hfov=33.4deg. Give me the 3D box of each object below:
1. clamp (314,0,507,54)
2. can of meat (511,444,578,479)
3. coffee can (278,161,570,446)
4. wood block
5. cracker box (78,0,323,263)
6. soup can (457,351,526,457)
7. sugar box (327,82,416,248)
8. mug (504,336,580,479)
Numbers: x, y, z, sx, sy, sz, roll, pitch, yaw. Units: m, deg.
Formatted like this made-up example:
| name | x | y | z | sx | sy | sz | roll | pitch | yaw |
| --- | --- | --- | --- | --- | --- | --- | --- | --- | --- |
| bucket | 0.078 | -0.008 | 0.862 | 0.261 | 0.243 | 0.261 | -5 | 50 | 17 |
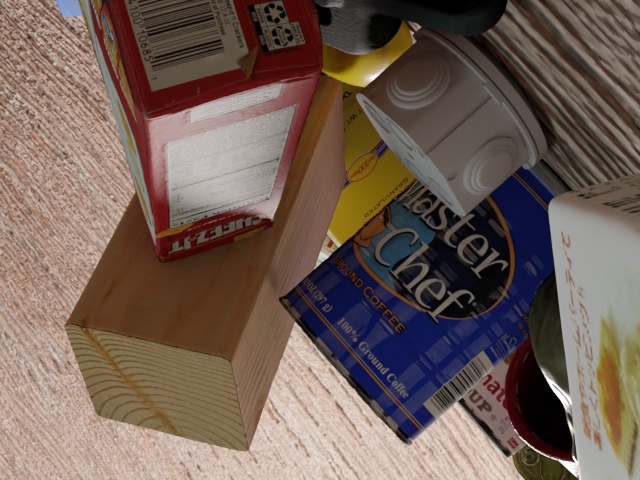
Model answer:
| name | x | y | z | sx | sy | sz | roll | pitch | yaw |
| --- | --- | --- | --- | --- | --- | --- | --- | --- | --- |
| clamp | 0.003 | -0.125 | 0.431 | 0.120 | 0.039 | 0.172 | 56 | 166 | -12 |
| can of meat | 0.195 | 0.150 | 0.818 | 0.057 | 0.102 | 0.084 | 48 | -179 | 11 |
| coffee can | 0.064 | 0.022 | 0.555 | 0.103 | 0.140 | 0.103 | 48 | 179 | 1 |
| wood block | -0.055 | 0.001 | 0.605 | 0.090 | 0.206 | 0.091 | 11 | 141 | 12 |
| cracker box | -0.063 | -0.097 | 0.456 | 0.214 | 0.072 | 0.164 | 117 | 136 | -75 |
| soup can | 0.146 | 0.094 | 0.747 | 0.068 | 0.102 | 0.068 | 49 | 179 | 1 |
| sugar box | 0.047 | -0.026 | 0.766 | 0.176 | 0.093 | 0.048 | 48 | 177 | -28 |
| mug | 0.171 | 0.093 | 0.584 | 0.117 | 0.093 | 0.081 | -1 | 149 | 37 |
